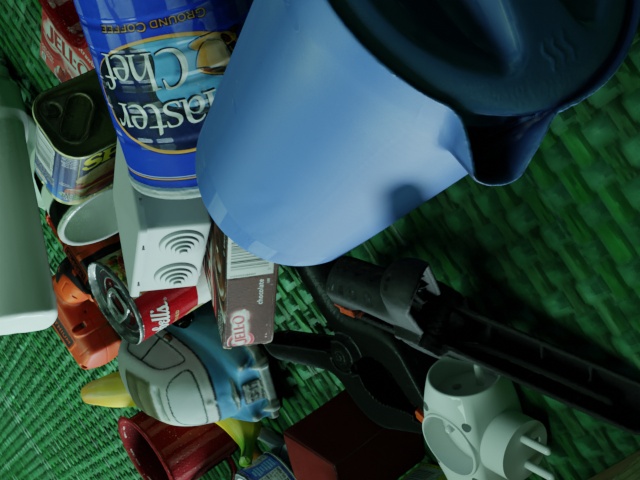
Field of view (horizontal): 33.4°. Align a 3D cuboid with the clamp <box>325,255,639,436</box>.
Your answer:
[{"bbox_3d":[0.053,0.037,0.555,0.164,0.036,0.210,30,173,-31],"label":"clamp"}]

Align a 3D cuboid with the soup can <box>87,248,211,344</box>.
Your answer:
[{"bbox_3d":[-0.111,0.023,0.793,0.069,0.102,0.068,38,146,33],"label":"soup can"}]

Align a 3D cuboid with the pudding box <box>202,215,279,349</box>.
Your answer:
[{"bbox_3d":[-0.055,0.001,0.705,0.090,0.039,0.113,-112,23,-47],"label":"pudding box"}]

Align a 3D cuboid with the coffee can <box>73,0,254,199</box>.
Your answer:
[{"bbox_3d":[-0.080,-0.109,0.616,0.103,0.102,0.140,24,136,47],"label":"coffee can"}]

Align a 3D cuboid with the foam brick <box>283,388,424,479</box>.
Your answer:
[{"bbox_3d":[0.024,0.137,0.716,0.053,0.078,0.051,27,137,44],"label":"foam brick"}]

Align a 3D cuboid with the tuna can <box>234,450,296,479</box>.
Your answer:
[{"bbox_3d":[-0.035,0.220,0.889,0.086,0.033,0.086,46,155,28],"label":"tuna can"}]

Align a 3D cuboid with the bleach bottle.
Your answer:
[{"bbox_3d":[-0.292,-0.044,0.989,0.103,0.068,0.251,146,116,-66],"label":"bleach bottle"}]

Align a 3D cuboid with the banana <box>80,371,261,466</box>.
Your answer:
[{"bbox_3d":[-0.122,0.141,0.941,0.198,0.069,0.037,12,121,33],"label":"banana"}]

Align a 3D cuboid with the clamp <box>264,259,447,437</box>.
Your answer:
[{"bbox_3d":[0.022,0.058,0.686,0.172,0.039,0.120,28,137,37],"label":"clamp"}]

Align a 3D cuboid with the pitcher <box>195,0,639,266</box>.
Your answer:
[{"bbox_3d":[0.019,-0.081,0.480,0.145,0.149,0.243,39,155,-4],"label":"pitcher"}]

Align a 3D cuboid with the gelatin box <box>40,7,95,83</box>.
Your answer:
[{"bbox_3d":[-0.181,-0.141,0.821,0.089,0.030,0.073,51,150,14],"label":"gelatin box"}]

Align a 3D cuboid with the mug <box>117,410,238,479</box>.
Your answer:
[{"bbox_3d":[-0.123,0.193,0.995,0.117,0.081,0.093,50,151,16],"label":"mug"}]

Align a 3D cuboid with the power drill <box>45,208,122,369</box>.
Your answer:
[{"bbox_3d":[-0.212,0.060,1.039,0.184,0.057,0.188,57,149,11],"label":"power drill"}]

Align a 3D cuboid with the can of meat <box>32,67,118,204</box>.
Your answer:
[{"bbox_3d":[-0.156,-0.078,0.769,0.057,0.102,0.084,54,153,10],"label":"can of meat"}]

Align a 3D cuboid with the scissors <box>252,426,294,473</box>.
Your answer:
[{"bbox_3d":[-0.012,0.190,0.887,0.096,0.016,0.202,60,152,-6],"label":"scissors"}]
